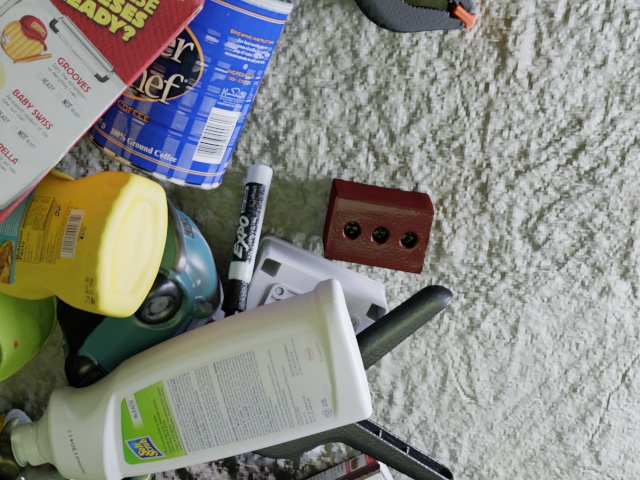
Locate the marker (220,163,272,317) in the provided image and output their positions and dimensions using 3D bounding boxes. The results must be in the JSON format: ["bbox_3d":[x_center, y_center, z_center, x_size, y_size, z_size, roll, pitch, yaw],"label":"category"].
[{"bbox_3d":[-0.055,0.001,0.799,0.020,0.020,0.121,12,70,-6],"label":"marker"}]

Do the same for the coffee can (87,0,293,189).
[{"bbox_3d":[-0.092,-0.121,0.750,0.102,0.103,0.140,21,106,-9],"label":"coffee can"}]

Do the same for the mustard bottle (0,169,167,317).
[{"bbox_3d":[-0.196,-0.004,0.764,0.058,0.192,0.096,20,80,-51],"label":"mustard bottle"}]

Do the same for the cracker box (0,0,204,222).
[{"bbox_3d":[-0.199,-0.134,0.664,0.164,0.072,0.214,41,111,-18],"label":"cracker box"}]

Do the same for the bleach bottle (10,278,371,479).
[{"bbox_3d":[-0.096,0.107,0.750,0.251,0.068,0.102,-15,99,3],"label":"bleach bottle"}]

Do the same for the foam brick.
[{"bbox_3d":[0.043,-0.011,0.817,0.078,0.051,0.053,9,108,-5],"label":"foam brick"}]

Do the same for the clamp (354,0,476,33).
[{"bbox_3d":[0.043,-0.212,0.760,0.171,0.039,0.120,21,110,-15],"label":"clamp"}]

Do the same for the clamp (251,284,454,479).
[{"bbox_3d":[0.006,0.127,0.807,0.210,0.036,0.164,-10,106,-1],"label":"clamp"}]
